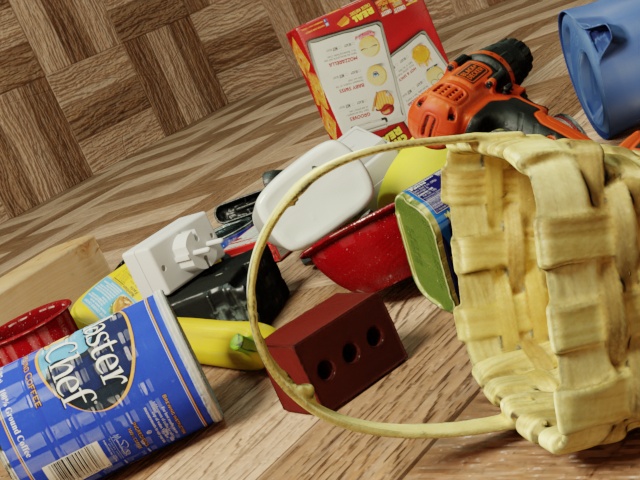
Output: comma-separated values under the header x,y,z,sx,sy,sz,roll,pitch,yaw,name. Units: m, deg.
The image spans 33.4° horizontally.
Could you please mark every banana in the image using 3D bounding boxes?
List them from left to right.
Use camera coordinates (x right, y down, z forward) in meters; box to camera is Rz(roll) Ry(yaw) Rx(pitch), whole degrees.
x,y,z,sx,sy,sz,roll,pitch,yaw,name
-0.083,0.078,0.851,0.198,0.069,0.037,-6,61,57,banana

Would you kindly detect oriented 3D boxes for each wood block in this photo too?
x,y,z,sx,sy,sz,roll,pitch,yaw,name
-0.340,0.081,1.245,0.090,0.091,0.205,-16,15,35,wood block

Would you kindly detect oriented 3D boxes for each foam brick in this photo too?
x,y,z,sx,sy,sz,roll,pitch,yaw,name
0.007,0.074,0.715,0.078,0.053,0.051,-32,15,-29,foam brick

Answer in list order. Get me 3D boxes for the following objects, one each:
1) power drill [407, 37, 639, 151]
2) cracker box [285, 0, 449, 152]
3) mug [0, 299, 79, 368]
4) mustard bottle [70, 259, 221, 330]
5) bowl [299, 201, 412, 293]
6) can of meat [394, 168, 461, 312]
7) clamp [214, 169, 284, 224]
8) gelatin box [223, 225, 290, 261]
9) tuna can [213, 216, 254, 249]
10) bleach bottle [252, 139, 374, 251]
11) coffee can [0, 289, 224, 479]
x,y,z,sx,sy,sz,roll,pitch,yaw,name
0.182,-0.093,0.840,0.188,0.057,0.184,26,39,20,power drill
0.076,-0.192,1.321,0.164,0.213,0.072,-26,11,-10,cracker box
-0.265,0.116,0.982,0.117,0.081,0.093,-24,12,-2,mug
-0.190,0.064,1.066,0.191,0.058,0.096,-39,41,-17,mustard bottle
0.067,0.001,0.850,0.162,0.055,0.162,-25,-4,-2,bowl
0.106,-0.009,0.763,0.083,0.102,0.058,-31,35,-17,can of meat
-0.015,-0.065,1.236,0.209,0.036,0.165,-15,-4,-34,clamp
-0.058,0.002,1.193,0.073,0.030,0.089,-14,16,33,gelatin box
-0.109,0.003,1.270,0.086,0.034,0.086,-23,12,5,tuna can
-0.017,-0.037,1.015,0.102,0.068,0.251,-37,4,-4,bleach bottle
-0.152,0.110,0.747,0.140,0.103,0.103,-26,12,-7,coffee can
